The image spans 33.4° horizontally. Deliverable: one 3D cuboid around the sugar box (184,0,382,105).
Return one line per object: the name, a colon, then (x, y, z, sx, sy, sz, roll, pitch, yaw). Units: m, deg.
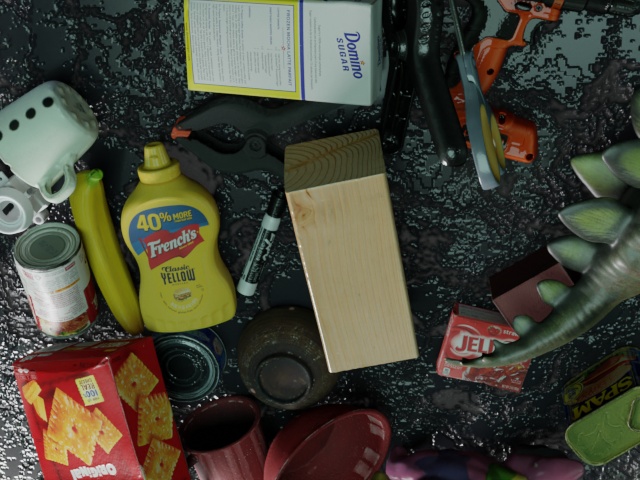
sugar box: (-0.033, -0.176, 0.954, 0.176, 0.048, 0.093, 7, 117, 14)

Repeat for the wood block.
wood block: (0.030, 0.012, 1.004, 0.091, 0.090, 0.206, -10, 122, 4)

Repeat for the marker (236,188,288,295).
marker: (-0.057, 0.001, 1.070, 0.020, 0.020, 0.121, 20, 116, -3)

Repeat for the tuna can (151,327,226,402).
tuna can: (-0.145, 0.128, 1.132, 0.086, 0.033, 0.086, 3, 115, 6)

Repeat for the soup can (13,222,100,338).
soup can: (-0.264, 0.040, 1.072, 0.068, 0.068, 0.102, 2, 134, 6)

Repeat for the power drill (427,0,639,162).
power drill: (0.180, -0.168, 0.941, 0.184, 0.057, 0.188, 15, 113, 4)

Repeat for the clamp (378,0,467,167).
clamp: (0.078, -0.165, 0.935, 0.036, 0.165, 0.210, -7, 93, -17)

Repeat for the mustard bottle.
mustard bottle: (-0.145, -0.005, 1.056, 0.096, 0.058, 0.191, -8, 113, 3)

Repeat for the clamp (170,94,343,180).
clamp: (-0.052, -0.105, 1.009, 0.171, 0.039, 0.120, 14, 113, -5)

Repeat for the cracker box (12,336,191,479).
cracker box: (-0.222, 0.212, 1.099, 0.164, 0.071, 0.214, -8, 99, 39)

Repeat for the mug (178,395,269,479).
mug: (-0.104, 0.233, 1.136, 0.093, 0.117, 0.081, 12, 130, 44)

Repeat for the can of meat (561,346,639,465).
can of meat: (0.292, 0.162, 1.064, 0.102, 0.084, 0.057, -37, 105, 21)

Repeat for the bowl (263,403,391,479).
bowl: (-0.004, 0.227, 1.122, 0.161, 0.055, 0.162, -25, 136, -27)

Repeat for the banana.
banana: (-0.218, 0.005, 1.068, 0.037, 0.070, 0.198, -20, 124, -14)

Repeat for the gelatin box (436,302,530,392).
gelatin box: (0.169, 0.109, 1.085, 0.089, 0.030, 0.073, 13, 116, 1)

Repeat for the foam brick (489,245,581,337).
foam brick: (0.211, 0.048, 1.038, 0.078, 0.053, 0.051, -31, 107, 20)

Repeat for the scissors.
scissors: (0.131, -0.138, 0.911, 0.016, 0.096, 0.202, -12, 78, 19)
